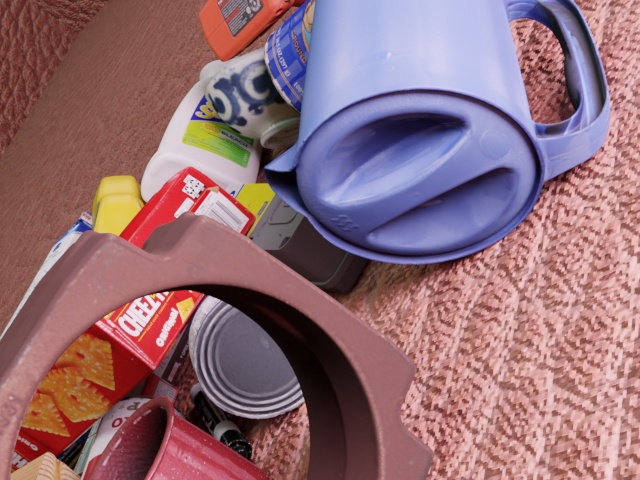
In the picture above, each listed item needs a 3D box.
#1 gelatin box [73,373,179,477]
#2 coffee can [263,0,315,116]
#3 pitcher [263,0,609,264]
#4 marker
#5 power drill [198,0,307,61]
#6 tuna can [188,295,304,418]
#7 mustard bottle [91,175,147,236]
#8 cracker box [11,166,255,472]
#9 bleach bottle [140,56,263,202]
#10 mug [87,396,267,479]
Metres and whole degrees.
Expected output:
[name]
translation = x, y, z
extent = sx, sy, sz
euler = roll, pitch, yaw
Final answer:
[gelatin box]
translation = -0.155, 0.155, 0.847
extent = 0.089, 0.030, 0.073
euler = -33, 31, 43
[coffee can]
translation = 0.038, -0.164, 0.832
extent = 0.141, 0.102, 0.102
euler = -37, 27, 37
[pitcher]
translation = 0.064, -0.116, 0.634
extent = 0.145, 0.149, 0.243
euler = -46, 30, 41
[marker]
translation = -0.068, 0.124, 0.728
extent = 0.020, 0.020, 0.121
euler = -54, 21, -1
[power drill]
translation = -0.013, -0.210, 0.950
extent = 0.187, 0.057, 0.185
euler = -22, -9, -39
[tuna can]
translation = -0.039, 0.065, 0.666
extent = 0.086, 0.086, 0.034
euler = -53, 19, 2
[mustard bottle]
translation = -0.177, 0.003, 0.955
extent = 0.192, 0.058, 0.096
euler = -130, 38, -73
[cracker box]
translation = -0.156, 0.061, 0.771
extent = 0.214, 0.072, 0.164
euler = -40, 14, 42
[bleach bottle]
translation = -0.105, -0.115, 1.053
extent = 0.068, 0.102, 0.250
euler = -58, 17, 34
[mug]
translation = -0.092, 0.161, 0.633
extent = 0.117, 0.081, 0.093
euler = -50, 21, 9
